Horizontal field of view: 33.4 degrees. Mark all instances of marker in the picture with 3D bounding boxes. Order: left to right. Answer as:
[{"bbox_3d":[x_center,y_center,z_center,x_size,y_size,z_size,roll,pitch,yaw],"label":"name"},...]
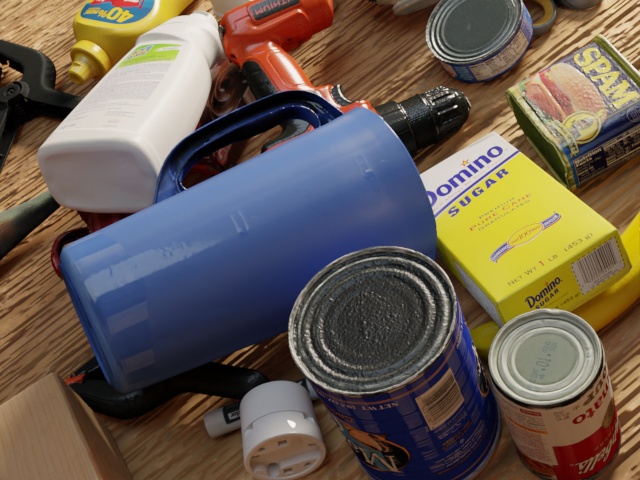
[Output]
[{"bbox_3d":[-0.024,0.112,0.759,0.121,0.020,0.020,-21,49,6],"label":"marker"}]

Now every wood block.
[{"bbox_3d":[-0.161,0.201,0.699,0.091,0.090,0.206,-33,48,-5],"label":"wood block"}]

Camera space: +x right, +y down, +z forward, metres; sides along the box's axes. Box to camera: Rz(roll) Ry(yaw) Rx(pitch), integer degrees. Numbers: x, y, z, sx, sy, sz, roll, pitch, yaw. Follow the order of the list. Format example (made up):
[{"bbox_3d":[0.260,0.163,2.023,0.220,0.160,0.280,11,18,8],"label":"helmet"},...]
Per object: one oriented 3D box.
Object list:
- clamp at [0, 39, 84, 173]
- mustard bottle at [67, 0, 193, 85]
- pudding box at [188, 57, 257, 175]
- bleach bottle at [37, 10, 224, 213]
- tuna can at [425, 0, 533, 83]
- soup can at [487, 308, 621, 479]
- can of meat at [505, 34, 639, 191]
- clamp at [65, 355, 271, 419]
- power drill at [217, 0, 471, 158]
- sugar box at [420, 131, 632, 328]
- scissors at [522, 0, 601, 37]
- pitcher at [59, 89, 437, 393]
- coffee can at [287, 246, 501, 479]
[{"bbox_3d":[-0.304,-0.127,1.051,0.164,0.036,0.210,-36,53,-8],"label":"clamp"},{"bbox_3d":[-0.190,-0.225,1.060,0.096,0.058,0.191,16,58,26],"label":"mustard bottle"},{"bbox_3d":[-0.104,-0.113,0.955,0.090,0.039,0.113,7,56,28],"label":"pudding box"},{"bbox_3d":[-0.133,-0.121,0.881,0.103,0.068,0.250,0,38,20],"label":"bleach bottle"},{"bbox_3d":[0.134,-0.176,0.898,0.086,0.033,0.086,-15,57,25],"label":"tuna can"},{"bbox_3d":[0.143,0.095,0.648,0.068,0.102,0.068,-11,50,14],"label":"soup can"},{"bbox_3d":[0.200,-0.095,0.806,0.084,0.057,0.102,-29,48,3],"label":"can of meat"},{"bbox_3d":[-0.109,0.084,0.805,0.172,0.039,0.120,-11,33,17],"label":"clamp"},{"bbox_3d":[0.009,-0.131,0.887,0.184,0.057,0.188,-23,63,-5],"label":"power drill"},{"bbox_3d":[0.128,-0.009,0.746,0.093,0.048,0.176,-31,35,-3],"label":"sugar box"},{"bbox_3d":[0.158,-0.235,0.959,0.202,0.016,0.096,28,68,37],"label":"scissors"},{"bbox_3d":[-0.055,0.001,0.744,0.242,0.145,0.149,-23,26,-15],"label":"pitcher"},{"bbox_3d":[0.050,0.085,0.668,0.103,0.140,0.103,-11,50,14],"label":"coffee can"}]
